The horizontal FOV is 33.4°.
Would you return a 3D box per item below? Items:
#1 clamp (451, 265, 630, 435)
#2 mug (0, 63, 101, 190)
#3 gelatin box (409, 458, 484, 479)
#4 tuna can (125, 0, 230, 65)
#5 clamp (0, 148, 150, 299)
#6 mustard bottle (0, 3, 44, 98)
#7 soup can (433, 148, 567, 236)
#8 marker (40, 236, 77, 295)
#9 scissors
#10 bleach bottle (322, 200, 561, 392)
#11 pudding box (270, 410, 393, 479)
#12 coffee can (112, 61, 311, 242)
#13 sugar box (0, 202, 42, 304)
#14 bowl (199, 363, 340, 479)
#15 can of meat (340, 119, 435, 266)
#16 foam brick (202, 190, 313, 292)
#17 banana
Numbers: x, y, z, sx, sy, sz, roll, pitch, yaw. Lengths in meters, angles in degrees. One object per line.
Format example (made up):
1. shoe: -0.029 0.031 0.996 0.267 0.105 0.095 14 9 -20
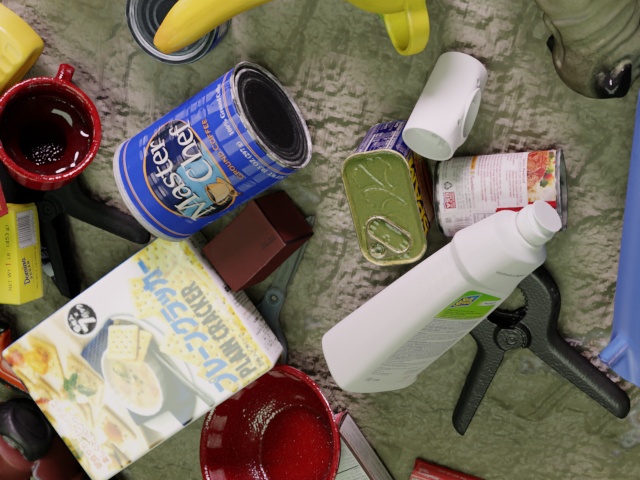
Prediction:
1. clamp: 0.184 0.083 0.951 0.165 0.036 0.210 -4 113 20
2. mug: -0.243 -0.102 0.954 0.093 0.082 0.117 15 79 -14
3. gelatin box: 0.118 0.269 1.069 0.073 0.030 0.089 18 120 7
4. tuna can: -0.122 -0.193 0.906 0.086 0.033 0.086 7 118 13
5. clamp: -0.243 -0.035 1.020 0.120 0.039 0.171 -27 104 18
6. mustard bottle: -0.342 -0.211 0.949 0.191 0.058 0.096 46 129 -9
7. soup can: 0.150 -0.038 0.883 0.102 0.068 0.068 -3 115 18
8. marker: -0.282 0.006 1.064 0.020 0.020 0.121 -26 106 26
9. scissors: -0.063 0.055 1.024 0.096 0.016 0.202 13 119 10
10. bleach bottle: 0.108 0.046 0.889 0.251 0.102 0.068 -43 59 42
11. pudding box: 0.015 0.236 1.080 0.090 0.039 0.113 -25 108 26
12. coffee can: -0.093 -0.074 0.918 0.140 0.102 0.103 -29 105 27
13. sugar box: -0.354 0.008 1.026 0.176 0.048 0.093 2 100 19
14. bowl: -0.038 0.201 1.029 0.162 0.055 0.162 -8 75 32
15. can of meat: 0.061 -0.043 0.898 0.057 0.083 0.102 -8 113 20
16. foam brick: -0.056 0.001 0.966 0.078 0.051 0.053 -41 80 30
17. banana: -0.039 -0.196 0.855 0.198 0.037 0.069 -7 82 2
